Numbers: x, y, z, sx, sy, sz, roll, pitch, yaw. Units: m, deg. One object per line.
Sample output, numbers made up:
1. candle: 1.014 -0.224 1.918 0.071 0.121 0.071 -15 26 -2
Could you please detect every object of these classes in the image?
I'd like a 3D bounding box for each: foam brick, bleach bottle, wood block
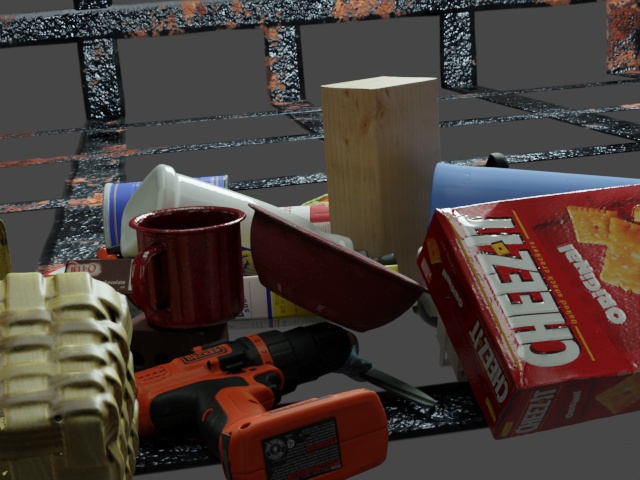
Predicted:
1. foam brick: -0.118 0.090 0.864 0.078 0.053 0.051 0 14 19
2. bleach bottle: -0.057 0.001 1.018 0.250 0.068 0.103 14 -33 -28
3. wood block: 0.066 -0.062 1.114 0.090 0.206 0.090 -14 16 -34

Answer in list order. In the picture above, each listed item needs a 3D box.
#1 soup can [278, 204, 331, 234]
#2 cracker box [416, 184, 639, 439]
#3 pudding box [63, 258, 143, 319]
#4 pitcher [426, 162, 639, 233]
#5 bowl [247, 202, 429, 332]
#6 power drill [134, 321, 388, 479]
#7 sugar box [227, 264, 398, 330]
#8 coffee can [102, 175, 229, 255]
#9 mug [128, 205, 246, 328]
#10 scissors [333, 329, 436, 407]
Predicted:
1. soup can: -0.008 -0.006 1.201 0.102 0.068 0.068 -4 13 3
2. cracker box: 0.200 0.041 0.771 0.213 0.072 0.164 -7 50 -16
3. pudding box: -0.172 0.048 0.996 0.113 0.039 0.090 1 -21 12
4. pitcher: 0.221 0.002 1.002 0.243 0.149 0.145 2 -10 13
5. bowl: 0.005 0.029 0.841 0.162 0.055 0.162 26 1 -1
6. power drill: -0.030 0.111 0.735 0.184 0.057 0.188 -17 14 -23
7. sugar box: -0.021 0.053 0.953 0.176 0.048 0.093 -2 -10 -3
8. coffee can: -0.173 -0.020 1.231 0.140 0.103 0.103 -4 13 -3
9. mug: -0.108 0.024 0.843 0.093 0.081 0.117 4 15 26
10. scissors: 0.011 0.104 0.847 0.096 0.016 0.202 -9 14 -14
